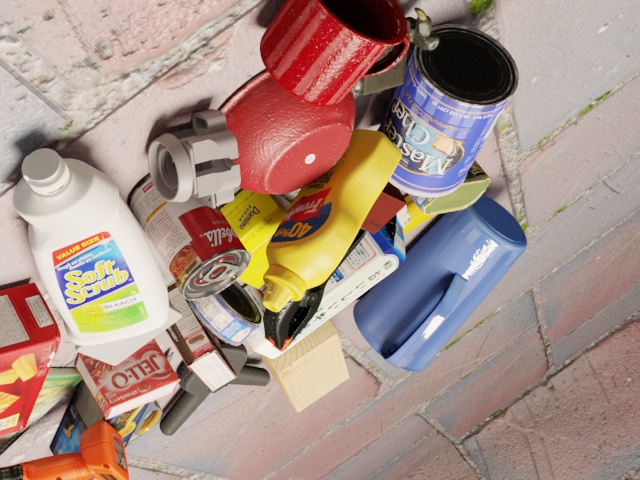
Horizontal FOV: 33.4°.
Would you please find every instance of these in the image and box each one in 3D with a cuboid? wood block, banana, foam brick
[{"bbox_3d":[-0.029,0.141,1.386,0.090,0.090,0.206,-33,158,-7],"label":"wood block"},{"bbox_3d":[0.116,-0.032,1.309,0.197,0.037,0.069,-30,158,-13],"label":"banana"},{"bbox_3d":[0.041,-0.050,1.118,0.053,0.051,0.078,-44,140,21],"label":"foam brick"}]

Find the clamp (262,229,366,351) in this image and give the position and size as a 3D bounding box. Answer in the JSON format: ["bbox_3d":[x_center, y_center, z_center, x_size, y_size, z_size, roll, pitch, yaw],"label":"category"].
[{"bbox_3d":[-0.011,0.045,1.156,0.120,0.039,0.172,-17,143,-40],"label":"clamp"}]

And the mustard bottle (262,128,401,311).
[{"bbox_3d":[-0.001,-0.016,1.004,0.096,0.058,0.191,-3,-129,53],"label":"mustard bottle"}]

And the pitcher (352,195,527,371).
[{"bbox_3d":[0.163,0.059,1.437,0.144,0.149,0.243,9,130,-45],"label":"pitcher"}]

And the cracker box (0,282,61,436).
[{"bbox_3d":[-0.347,0.132,0.923,0.213,0.072,0.164,-15,151,-39],"label":"cracker box"}]

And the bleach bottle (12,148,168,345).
[{"bbox_3d":[-0.199,0.005,0.885,0.102,0.068,0.251,-12,151,0],"label":"bleach bottle"}]

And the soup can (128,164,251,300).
[{"bbox_3d":[-0.115,-0.008,0.931,0.068,0.102,0.068,-30,158,-14],"label":"soup can"}]

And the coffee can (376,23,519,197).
[{"bbox_3d":[0.117,-0.123,1.033,0.102,0.103,0.140,-23,155,-29],"label":"coffee can"}]

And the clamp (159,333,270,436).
[{"bbox_3d":[-0.145,0.180,1.367,0.164,0.036,0.210,-30,156,-12],"label":"clamp"}]

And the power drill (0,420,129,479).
[{"bbox_3d":[-0.306,0.240,1.123,0.187,0.057,0.184,-12,160,-1],"label":"power drill"}]

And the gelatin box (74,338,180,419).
[{"bbox_3d":[-0.207,0.142,1.147,0.089,0.073,0.030,-19,153,-35],"label":"gelatin box"}]

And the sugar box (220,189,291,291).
[{"bbox_3d":[-0.057,0.001,1.113,0.093,0.048,0.176,-41,156,7],"label":"sugar box"}]

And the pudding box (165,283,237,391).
[{"bbox_3d":[-0.136,0.107,1.157,0.039,0.090,0.113,-33,158,-3],"label":"pudding box"}]

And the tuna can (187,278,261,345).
[{"bbox_3d":[-0.102,0.069,1.133,0.034,0.086,0.086,-42,158,12],"label":"tuna can"}]

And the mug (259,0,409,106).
[{"bbox_3d":[0.015,-0.156,0.826,0.117,0.093,0.082,8,140,-36],"label":"mug"}]

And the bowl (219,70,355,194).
[{"bbox_3d":[-0.025,-0.091,0.955,0.162,0.055,0.162,-30,158,-14],"label":"bowl"}]

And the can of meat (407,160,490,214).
[{"bbox_3d":[0.127,-0.078,1.167,0.101,0.084,0.058,-11,148,-46],"label":"can of meat"}]

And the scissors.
[{"bbox_3d":[-0.229,0.202,1.319,0.096,0.016,0.202,-25,156,-24],"label":"scissors"}]
